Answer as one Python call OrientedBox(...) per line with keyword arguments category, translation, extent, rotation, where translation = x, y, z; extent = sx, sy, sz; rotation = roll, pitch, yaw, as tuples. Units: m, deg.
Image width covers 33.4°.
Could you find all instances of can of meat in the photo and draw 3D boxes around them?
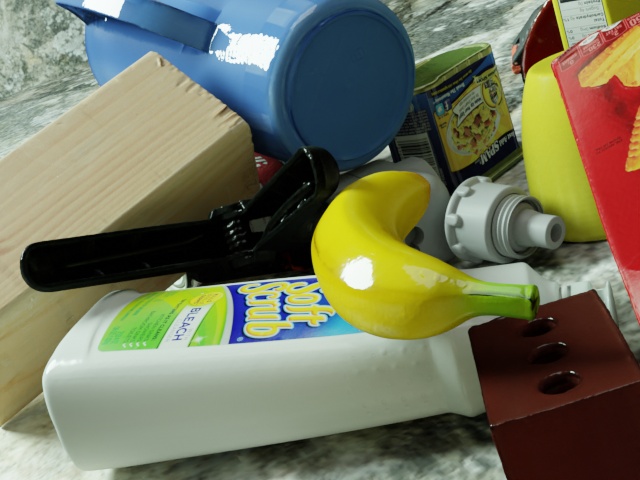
OrientedBox(category="can of meat", translation=(0.088, -0.080, 0.733), extent=(0.058, 0.084, 0.101), rotation=(0, 26, 45))

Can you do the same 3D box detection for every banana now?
OrientedBox(category="banana", translation=(0.030, 0.004, 0.447), extent=(0.069, 0.037, 0.198), rotation=(3, 16, -7))

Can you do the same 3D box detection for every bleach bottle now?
OrientedBox(category="bleach bottle", translation=(0.006, 0.048, 0.484), extent=(0.251, 0.068, 0.102), rotation=(-10, 19, 19))

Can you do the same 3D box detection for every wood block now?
OrientedBox(category="wood block", translation=(-0.141, -0.005, 0.623), extent=(0.205, 0.090, 0.091), rotation=(-40, 62, -21))

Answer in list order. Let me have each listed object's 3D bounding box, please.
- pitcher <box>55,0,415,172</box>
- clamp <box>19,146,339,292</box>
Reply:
OrientedBox(category="pitcher", translation=(-0.059, -0.126, 0.709), extent=(0.149, 0.145, 0.243), rotation=(-32, 33, -23))
OrientedBox(category="clamp", translation=(-0.054, 0.001, 0.583), extent=(0.164, 0.036, 0.210), rotation=(-16, -9, 8))
